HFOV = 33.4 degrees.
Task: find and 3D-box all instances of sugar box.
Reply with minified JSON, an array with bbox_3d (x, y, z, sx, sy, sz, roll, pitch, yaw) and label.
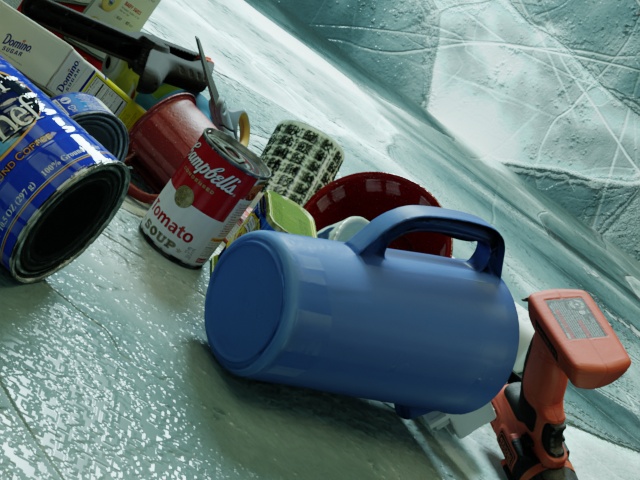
[{"bbox_3d":[-0.222,-0.141,0.949,0.093,0.048,0.176,34,-1,20],"label":"sugar box"}]

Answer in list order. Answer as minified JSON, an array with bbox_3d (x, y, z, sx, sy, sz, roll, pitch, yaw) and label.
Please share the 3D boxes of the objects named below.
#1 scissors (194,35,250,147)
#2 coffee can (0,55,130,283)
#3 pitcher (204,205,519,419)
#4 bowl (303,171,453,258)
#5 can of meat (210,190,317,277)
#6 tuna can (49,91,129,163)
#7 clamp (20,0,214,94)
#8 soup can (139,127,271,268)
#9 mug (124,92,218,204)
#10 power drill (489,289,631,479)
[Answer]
[{"bbox_3d":[-0.094,-0.136,1.051,0.016,0.202,0.096,6,42,12],"label":"scissors"},{"bbox_3d":[-0.211,-0.055,0.704,0.140,0.103,0.102,41,15,11],"label":"coffee can"},{"bbox_3d":[0.038,0.054,0.837,0.242,0.145,0.149,13,67,-41],"label":"pitcher"},{"bbox_3d":[0.052,0.013,1.075,0.162,0.162,0.055,44,-13,22],"label":"bowl"},{"bbox_3d":[-0.048,0.012,0.913,0.057,0.084,0.102,33,15,-16],"label":"can of meat"},{"bbox_3d":[-0.194,-0.072,0.828,0.034,0.086,0.086,45,16,30],"label":"tuna can"},{"bbox_3d":[-0.159,-0.170,1.011,0.165,0.036,0.209,37,16,29],"label":"clamp"},{"bbox_3d":[-0.098,-0.035,0.903,0.068,0.102,0.068,35,15,-11],"label":"soup can"},{"bbox_3d":[-0.134,-0.071,0.981,0.081,0.093,0.117,47,48,13],"label":"mug"},{"bbox_3d":[0.201,0.150,0.903,0.057,0.188,0.184,-4,39,-17],"label":"power drill"}]
